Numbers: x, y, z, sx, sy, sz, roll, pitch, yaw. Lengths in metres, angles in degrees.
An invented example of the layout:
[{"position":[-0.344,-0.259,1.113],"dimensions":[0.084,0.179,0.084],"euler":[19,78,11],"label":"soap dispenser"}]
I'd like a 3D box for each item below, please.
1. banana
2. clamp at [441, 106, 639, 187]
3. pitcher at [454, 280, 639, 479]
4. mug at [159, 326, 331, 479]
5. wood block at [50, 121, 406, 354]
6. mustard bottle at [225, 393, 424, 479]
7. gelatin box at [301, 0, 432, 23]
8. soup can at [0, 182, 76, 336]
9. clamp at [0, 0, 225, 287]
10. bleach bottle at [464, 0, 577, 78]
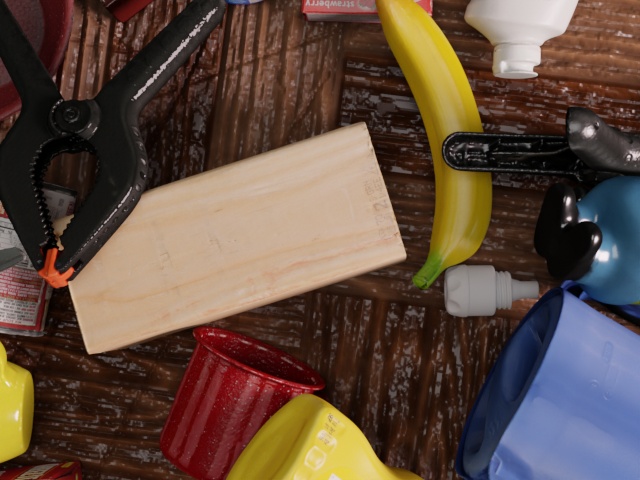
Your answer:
[{"position":[0.080,-0.070,0.705],"dimensions":[0.037,0.069,0.198],"euler":[-10,89,44],"label":"banana"},{"position":[0.175,-0.054,0.662],"dimensions":[0.171,0.120,0.039],"euler":[3,91,-24],"label":"clamp"},{"position":[0.220,0.132,0.664],"dimensions":[0.243,0.145,0.149],"euler":[28,103,1],"label":"pitcher"},{"position":[-0.045,0.115,0.703],"dimensions":[0.117,0.093,0.081],"euler":[20,96,-32],"label":"mug"},{"position":[-0.055,0.000,0.698],"dimensions":[0.206,0.091,0.090],"euler":[-17,86,4],"label":"wood block"},{"position":[0.029,0.184,0.673],"dimensions":[0.191,0.058,0.096],"euler":[42,79,-29],"label":"mustard bottle"},{"position":[0.033,-0.187,0.726],"dimensions":[0.089,0.030,0.073],"euler":[3,89,5],"label":"gelatin box"},{"position":[-0.209,0.008,0.720],"dimensions":[0.068,0.068,0.102],"euler":[14,89,4],"label":"soup can"},{"position":[-0.159,-0.077,0.663],"dimensions":[0.164,0.036,0.210],"euler":[10,74,6],"label":"clamp"},{"position":[0.124,-0.235,0.706],"dimensions":[0.102,0.068,0.251],"euler":[2,91,4],"label":"bleach bottle"}]
